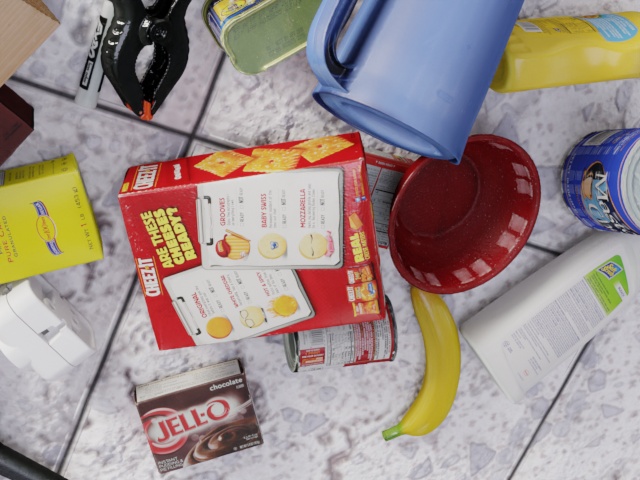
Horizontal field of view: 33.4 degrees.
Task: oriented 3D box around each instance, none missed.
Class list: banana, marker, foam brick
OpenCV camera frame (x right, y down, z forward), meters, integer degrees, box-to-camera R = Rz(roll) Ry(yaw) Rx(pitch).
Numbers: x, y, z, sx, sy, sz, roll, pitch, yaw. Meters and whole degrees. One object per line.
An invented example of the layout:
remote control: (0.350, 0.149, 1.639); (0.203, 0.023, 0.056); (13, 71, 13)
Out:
banana: (0.114, 0.133, 1.113); (0.069, 0.037, 0.198); (0, 116, -17)
marker: (-0.181, -0.169, 0.893); (0.020, 0.020, 0.121); (14, 111, -21)
foam brick: (-0.282, -0.090, 0.886); (0.078, 0.051, 0.053); (-43, 120, 8)

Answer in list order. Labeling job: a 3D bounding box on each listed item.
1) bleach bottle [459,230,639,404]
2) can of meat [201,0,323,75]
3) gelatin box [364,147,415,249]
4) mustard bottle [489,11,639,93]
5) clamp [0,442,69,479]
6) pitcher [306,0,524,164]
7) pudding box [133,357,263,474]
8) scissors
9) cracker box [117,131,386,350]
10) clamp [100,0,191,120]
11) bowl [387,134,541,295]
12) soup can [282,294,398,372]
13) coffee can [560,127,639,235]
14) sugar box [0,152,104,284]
bleach bottle: (0.272, 0.057, 1.106); (0.251, 0.068, 0.102); (-36, 119, 1)
can of meat: (-0.042, -0.187, 0.885); (0.102, 0.084, 0.057); (-30, 119, 0)
gelatin box: (0.043, -0.042, 1.011); (0.073, 0.030, 0.089); (12, 112, -22)
mustard bottle: (0.239, -0.173, 0.962); (0.191, 0.096, 0.058); (-7, 117, -12)
clamp: (-0.354, 0.206, 1.022); (0.164, 0.036, 0.210); (-25, 118, -3)
pitcher: (0.094, -0.196, 0.862); (0.145, 0.149, 0.243); (25, 88, 6)
pudding box: (-0.122, 0.175, 1.069); (0.113, 0.039, 0.090); (-17, 118, -7)
scissors: (0.110, -0.084, 1.017); (0.096, 0.016, 0.201); (-36, 119, 4)
cracker box: (-0.056, 0.001, 0.962); (0.214, 0.072, 0.164); (-8, 117, 3)
clamp: (-0.148, -0.182, 0.870); (0.120, 0.039, 0.171); (1, 116, -36)
bowl: (0.124, -0.032, 0.996); (0.161, 0.055, 0.162); (-12, 121, -20)
soup can: (0.018, 0.092, 1.049); (0.102, 0.068, 0.068); (-6, 117, -12)
coffee can: (0.299, -0.055, 0.996); (0.102, 0.140, 0.103); (-1, 94, -10)
sugar box: (-0.286, -0.009, 0.928); (0.176, 0.048, 0.093); (-16, 119, -9)
